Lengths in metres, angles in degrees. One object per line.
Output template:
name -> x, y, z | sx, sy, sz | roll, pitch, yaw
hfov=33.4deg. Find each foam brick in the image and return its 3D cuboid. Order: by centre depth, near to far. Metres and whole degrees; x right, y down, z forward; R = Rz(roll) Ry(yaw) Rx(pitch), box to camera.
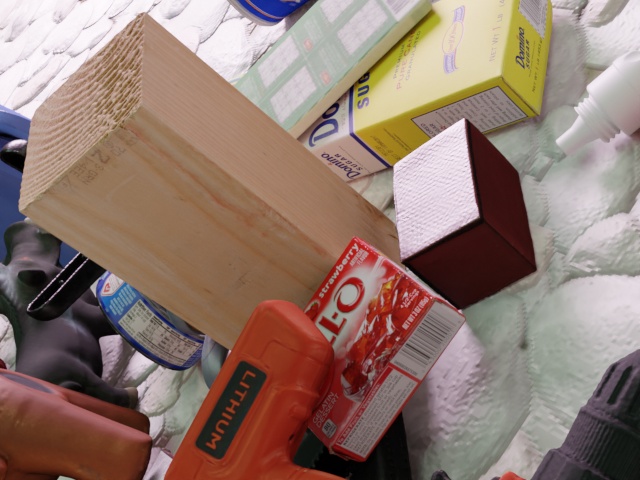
foam brick -> 0.076, -0.014, 0.573 | 0.053, 0.051, 0.078 | -31, 39, 29

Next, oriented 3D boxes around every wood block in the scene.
wood block -> -0.050, -0.012, 0.580 | 0.090, 0.205, 0.091 | -37, 37, 21

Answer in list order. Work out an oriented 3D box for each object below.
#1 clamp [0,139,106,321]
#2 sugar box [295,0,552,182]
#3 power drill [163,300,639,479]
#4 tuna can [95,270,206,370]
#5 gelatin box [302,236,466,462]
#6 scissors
clamp -> -0.149, -0.024, 0.753 | 0.039, 0.120, 0.171 | -2, 14, 39
sugar box -> 0.059, -0.099, 0.676 | 0.177, 0.048, 0.093 | -16, 48, 40
power drill -> 0.040, 0.097, 0.442 | 0.188, 0.057, 0.184 | 27, 84, 28
tuna can -> -0.105, 0.044, 0.702 | 0.034, 0.086, 0.086 | -46, 34, 13
gelatin box -> 0.018, 0.053, 0.526 | 0.089, 0.030, 0.073 | -55, 39, 3
scissors -> -0.054, 0.001, 0.682 | 0.016, 0.096, 0.201 | -12, 52, 28
